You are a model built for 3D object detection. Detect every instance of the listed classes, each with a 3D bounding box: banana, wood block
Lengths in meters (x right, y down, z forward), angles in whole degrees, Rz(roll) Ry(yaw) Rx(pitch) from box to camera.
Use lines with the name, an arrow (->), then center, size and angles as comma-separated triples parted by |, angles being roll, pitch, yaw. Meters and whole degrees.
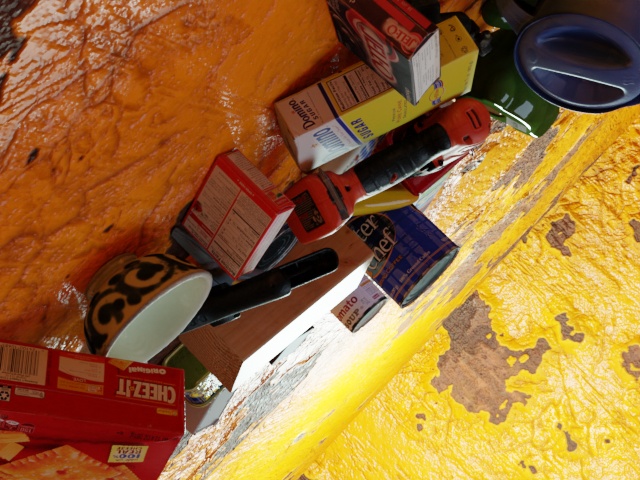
banana -> 0.032, -0.039, 1.181 | 0.197, 0.070, 0.037 | -17, 121, -52
wood block -> -0.049, 0.061, 1.188 | 0.205, 0.090, 0.091 | -38, 165, -29

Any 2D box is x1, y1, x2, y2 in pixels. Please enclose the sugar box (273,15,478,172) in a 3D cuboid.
sugar box -> 0.049, -0.125, 0.936 | 0.176, 0.048, 0.093 | -29, 165, -3

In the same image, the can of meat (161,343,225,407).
can of meat -> -0.132, 0.140, 1.245 | 0.102, 0.057, 0.084 | -44, 163, -10

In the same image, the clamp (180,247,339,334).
clamp -> -0.086, 0.057, 1.005 | 0.210, 0.036, 0.164 | -22, 179, 25

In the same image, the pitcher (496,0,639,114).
pitcher -> 0.282, -0.261, 1.068 | 0.149, 0.145, 0.242 | 58, 48, -44

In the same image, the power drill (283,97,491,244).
power drill -> 0.054, -0.065, 1.019 | 0.187, 0.057, 0.185 | -31, 180, -21

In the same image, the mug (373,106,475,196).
mug -> 0.107, -0.108, 1.178 | 0.081, 0.093, 0.117 | -41, 146, 1

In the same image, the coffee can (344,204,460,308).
coffee can -> 0.082, -0.002, 1.282 | 0.102, 0.140, 0.103 | -42, 166, -14

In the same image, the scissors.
scissors -> -0.118, 0.031, 1.033 | 0.096, 0.016, 0.201 | -20, 155, 24

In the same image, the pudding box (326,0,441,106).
pudding box -> 0.051, -0.162, 0.837 | 0.039, 0.090, 0.113 | -46, 167, -1

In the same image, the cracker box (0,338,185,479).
cracker box -> -0.220, 0.177, 0.874 | 0.164, 0.072, 0.214 | 12, 135, -21

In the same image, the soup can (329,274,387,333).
soup can -> 0.030, 0.064, 1.400 | 0.068, 0.102, 0.068 | -42, 166, -13

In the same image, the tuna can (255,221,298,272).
tuna can -> -0.057, 0.001, 1.108 | 0.086, 0.034, 0.086 | -42, 166, -13

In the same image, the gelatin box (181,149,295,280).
gelatin box -> -0.072, -0.022, 0.915 | 0.030, 0.073, 0.089 | -29, 158, -49
